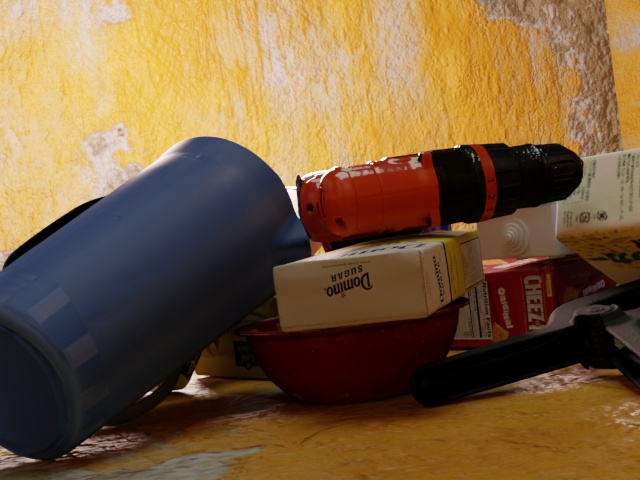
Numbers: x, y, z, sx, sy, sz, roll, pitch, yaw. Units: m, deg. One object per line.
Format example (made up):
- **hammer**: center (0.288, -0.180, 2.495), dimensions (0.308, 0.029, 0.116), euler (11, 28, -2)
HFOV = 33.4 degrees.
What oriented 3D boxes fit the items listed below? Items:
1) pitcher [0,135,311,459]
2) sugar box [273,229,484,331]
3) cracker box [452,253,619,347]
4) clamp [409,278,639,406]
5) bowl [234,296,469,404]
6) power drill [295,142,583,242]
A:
- **pitcher**: center (-0.133, 0.032, 0.701), dimensions (0.149, 0.145, 0.242), euler (-38, 2, 39)
- **sugar box**: center (0.044, 0.022, 0.691), dimensions (0.093, 0.048, 0.176), euler (-8, 0, 19)
- **cracker box**: center (0.160, 0.049, 0.951), dimensions (0.214, 0.072, 0.163), euler (-6, 2, 44)
- **clamp**: center (0.178, 0.060, 0.649), dimensions (0.209, 0.036, 0.165), euler (-18, 10, -43)
- **bowl**: center (0.024, 0.076, 0.728), dimensions (0.162, 0.055, 0.162), euler (-7, 0, 0)
- **power drill**: center (0.070, -0.036, 0.766), dimensions (0.184, 0.057, 0.188), euler (-7, -1, -16)
